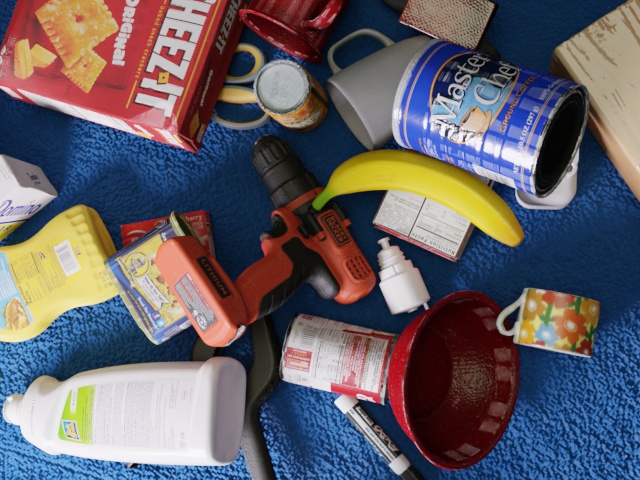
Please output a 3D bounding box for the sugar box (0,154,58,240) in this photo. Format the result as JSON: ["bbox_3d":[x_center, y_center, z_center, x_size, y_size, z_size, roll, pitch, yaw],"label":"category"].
[{"bbox_3d":[-0.355,-0.012,1.066,0.176,0.093,0.048,-35,82,5],"label":"sugar box"}]

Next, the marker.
[{"bbox_3d":[0.060,0.195,1.024,0.020,0.020,0.121,-42,81,4],"label":"marker"}]

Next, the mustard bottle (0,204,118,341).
[{"bbox_3d":[-0.296,0.047,1.070,0.191,0.058,0.096,-27,81,6],"label":"mustard bottle"}]

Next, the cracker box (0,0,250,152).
[{"bbox_3d":[-0.199,-0.198,1.056,0.214,0.072,0.164,17,84,15],"label":"cracker box"}]

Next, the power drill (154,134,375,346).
[{"bbox_3d":[-0.056,0.001,0.988,0.187,0.057,0.184,-27,79,-36],"label":"power drill"}]

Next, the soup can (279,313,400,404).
[{"bbox_3d":[0.019,0.111,1.011,0.102,0.068,0.068,12,88,10],"label":"soup can"}]

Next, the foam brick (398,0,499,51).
[{"bbox_3d":[0.121,-0.212,0.996,0.078,0.051,0.053,27,106,7],"label":"foam brick"}]

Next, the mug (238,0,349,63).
[{"bbox_3d":[-0.014,-0.229,1.023,0.093,0.117,0.081,32,85,-29],"label":"mug"}]

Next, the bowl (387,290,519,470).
[{"bbox_3d":[0.112,0.125,0.976,0.055,0.161,0.162,2,85,47],"label":"bowl"}]

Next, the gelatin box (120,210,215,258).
[{"bbox_3d":[-0.150,0.014,1.064,0.089,0.030,0.073,-9,85,8],"label":"gelatin box"}]

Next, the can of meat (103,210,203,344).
[{"bbox_3d":[-0.145,0.037,1.016,0.084,0.057,0.102,-32,84,3],"label":"can of meat"}]

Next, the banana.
[{"bbox_3d":[0.094,-0.045,0.988,0.198,0.037,0.069,11,96,9],"label":"banana"}]

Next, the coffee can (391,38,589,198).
[{"bbox_3d":[0.148,-0.108,0.935,0.140,0.102,0.103,24,90,27],"label":"coffee can"}]

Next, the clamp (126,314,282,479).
[{"bbox_3d":[-0.083,0.156,1.037,0.165,0.036,0.210,22,89,16],"label":"clamp"}]

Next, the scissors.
[{"bbox_3d":[-0.140,-0.167,1.083,0.202,0.016,0.096,16,87,10],"label":"scissors"}]

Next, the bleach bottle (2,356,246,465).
[{"bbox_3d":[-0.197,0.160,1.026,0.251,0.068,0.102,-1,78,25],"label":"bleach bottle"}]

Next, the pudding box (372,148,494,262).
[{"bbox_3d":[0.113,-0.047,1.024,0.090,0.039,0.113,25,92,10],"label":"pudding box"}]
